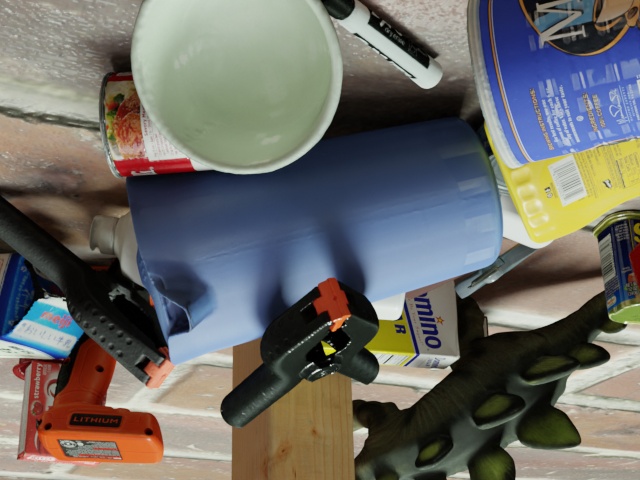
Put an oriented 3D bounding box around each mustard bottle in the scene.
[{"bbox_3d":[0.208,-0.073,0.681,0.192,0.058,0.096,-22,120,10],"label":"mustard bottle"}]

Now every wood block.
[{"bbox_3d":[-0.028,0.147,1.022,0.090,0.206,0.091,11,153,-26],"label":"wood block"}]

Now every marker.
[{"bbox_3d":[0.034,-0.124,0.640,0.020,0.020,0.120,-18,151,34],"label":"marker"}]

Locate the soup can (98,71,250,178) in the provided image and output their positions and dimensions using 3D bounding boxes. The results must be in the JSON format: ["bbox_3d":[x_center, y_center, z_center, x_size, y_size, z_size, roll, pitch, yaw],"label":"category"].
[{"bbox_3d":[-0.082,-0.077,0.680,0.102,0.068,0.068,-4,156,5],"label":"soup can"}]

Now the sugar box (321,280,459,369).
[{"bbox_3d":[0.038,0.065,0.980,0.176,0.093,0.048,4,156,-13],"label":"sugar box"}]

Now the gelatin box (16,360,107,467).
[{"bbox_3d":[-0.235,0.159,0.977,0.073,0.089,0.030,11,154,-25],"label":"gelatin box"}]

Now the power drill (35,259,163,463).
[{"bbox_3d":[-0.164,0.101,0.939,0.184,0.187,0.057,-1,142,5],"label":"power drill"}]

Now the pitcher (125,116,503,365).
[{"bbox_3d":[-0.007,-0.012,0.743,0.242,0.149,0.145,-14,159,-6],"label":"pitcher"}]

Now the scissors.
[{"bbox_3d":[0.128,0.033,0.873,0.096,0.016,0.201,-37,172,32],"label":"scissors"}]

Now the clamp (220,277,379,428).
[{"bbox_3d":[-0.013,0.078,0.707,0.120,0.039,0.171,-25,155,-12],"label":"clamp"}]

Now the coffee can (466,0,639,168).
[{"bbox_3d":[0.163,-0.104,0.587,0.140,0.103,0.102,-12,154,22],"label":"coffee can"}]

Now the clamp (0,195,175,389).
[{"bbox_3d":[-0.167,0.045,0.850,0.036,0.210,0.164,-53,147,8],"label":"clamp"}]
